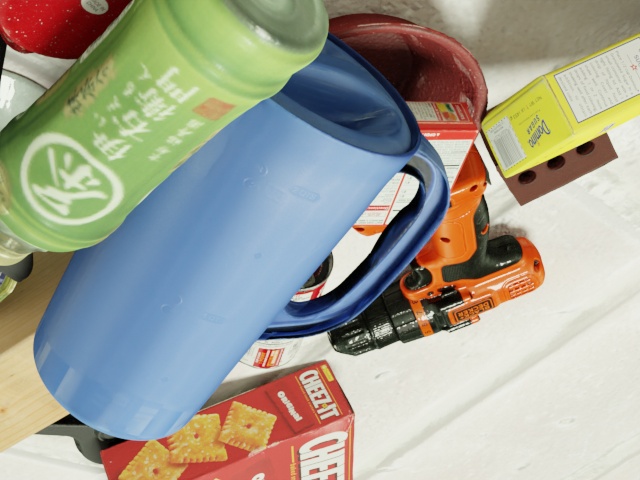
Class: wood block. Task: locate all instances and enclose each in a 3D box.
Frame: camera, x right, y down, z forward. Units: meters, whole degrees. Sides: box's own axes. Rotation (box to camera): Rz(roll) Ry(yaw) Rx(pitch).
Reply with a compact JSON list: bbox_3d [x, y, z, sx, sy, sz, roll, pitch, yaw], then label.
[{"bbox_3d":[-0.194,0.063,0.763,0.206,0.091,0.090,-31,138,18],"label":"wood block"}]

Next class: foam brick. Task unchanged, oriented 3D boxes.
[{"bbox_3d":[0.157,-0.071,0.747,0.078,0.051,0.053,-28,139,15],"label":"foam brick"}]

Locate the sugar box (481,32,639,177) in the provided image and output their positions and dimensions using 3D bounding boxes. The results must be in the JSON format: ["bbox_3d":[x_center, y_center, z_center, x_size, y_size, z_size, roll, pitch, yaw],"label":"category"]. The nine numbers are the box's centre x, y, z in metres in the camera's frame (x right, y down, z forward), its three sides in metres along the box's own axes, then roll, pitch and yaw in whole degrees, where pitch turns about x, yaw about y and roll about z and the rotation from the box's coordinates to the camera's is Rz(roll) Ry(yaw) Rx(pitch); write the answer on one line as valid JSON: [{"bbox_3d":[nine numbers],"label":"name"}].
[{"bbox_3d":[0.194,-0.100,0.660,0.176,0.048,0.093,-23,176,-18],"label":"sugar box"}]

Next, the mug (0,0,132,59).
[{"bbox_3d":[-0.118,-0.130,0.485,0.093,0.081,0.117,7,148,-43],"label":"mug"}]

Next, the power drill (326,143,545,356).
[{"bbox_3d":[0.072,0.010,0.814,0.184,0.057,0.187,-23,143,4],"label":"power drill"}]

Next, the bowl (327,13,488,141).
[{"bbox_3d":[0.021,-0.089,0.679,0.162,0.055,0.162,-9,141,-8],"label":"bowl"}]

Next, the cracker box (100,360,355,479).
[{"bbox_3d":[-0.076,0.214,0.964,0.213,0.072,0.164,-19,143,-15],"label":"cracker box"}]

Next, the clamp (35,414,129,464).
[{"bbox_3d":[-0.173,0.142,0.905,0.165,0.036,0.209,-32,141,13],"label":"clamp"}]

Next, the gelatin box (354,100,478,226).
[{"bbox_3d":[0.048,-0.047,0.669,0.073,0.030,0.089,-1,139,-19],"label":"gelatin box"}]

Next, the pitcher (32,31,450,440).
[{"bbox_3d":[-0.054,0.001,0.592,0.144,0.149,0.243,-12,143,-55],"label":"pitcher"}]
